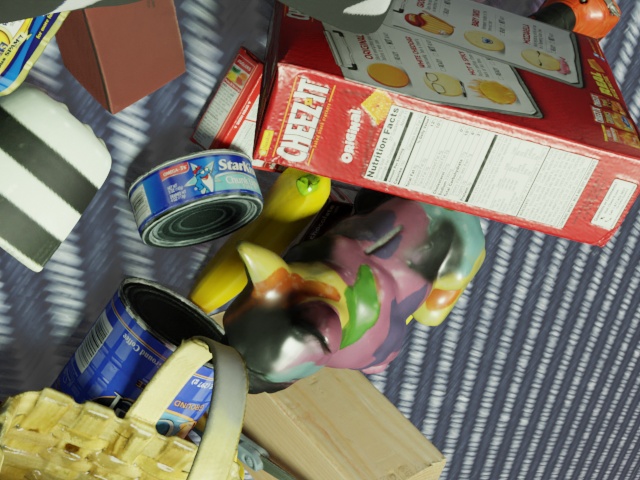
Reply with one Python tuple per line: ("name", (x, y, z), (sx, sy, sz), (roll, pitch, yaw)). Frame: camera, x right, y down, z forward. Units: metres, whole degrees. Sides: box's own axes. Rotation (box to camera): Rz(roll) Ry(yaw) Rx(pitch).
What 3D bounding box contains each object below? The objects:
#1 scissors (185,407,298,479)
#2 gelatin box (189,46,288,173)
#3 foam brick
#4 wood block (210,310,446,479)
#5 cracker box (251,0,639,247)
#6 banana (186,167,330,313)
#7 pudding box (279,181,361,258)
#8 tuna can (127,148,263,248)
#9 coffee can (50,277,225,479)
("scissors", (-0.058, 0.176, 0.835), (0.016, 0.202, 0.096), (-34, 150, -35))
("gelatin box", (-0.038, -0.087, 0.729), (0.089, 0.030, 0.073), (6, 121, -56))
("foam brick", (-0.113, -0.121, 0.581), (0.053, 0.051, 0.078), (-34, 146, -23))
("wood block", (-0.010, 0.148, 0.855), (0.090, 0.206, 0.091), (-18, 138, -39))
("cracker box", (0.072, -0.087, 0.641), (0.213, 0.164, 0.072), (13, 125, -8))
("banana", (-0.041, -0.008, 0.771), (0.069, 0.037, 0.198), (-31, 168, -42))
("pudding box", (-0.005, 0.006, 0.864), (0.089, 0.039, 0.114), (7, 120, -53))
("tuna can", (-0.082, -0.026, 0.704), (0.086, 0.034, 0.086), (-17, 164, -5))
("coffee can", (-0.137, 0.112, 0.762), (0.140, 0.103, 0.102), (-54, 148, 11))
